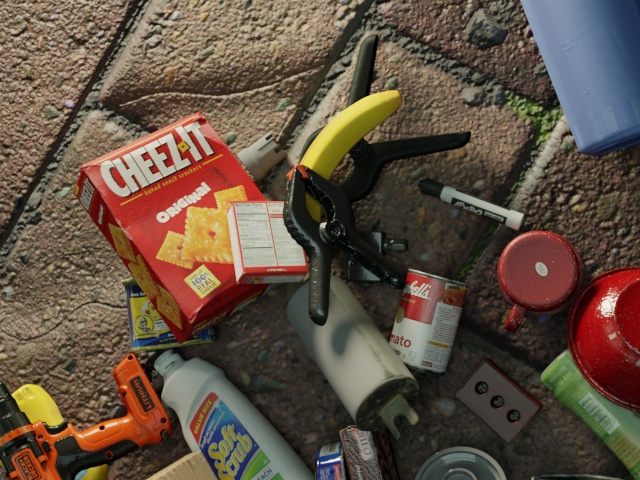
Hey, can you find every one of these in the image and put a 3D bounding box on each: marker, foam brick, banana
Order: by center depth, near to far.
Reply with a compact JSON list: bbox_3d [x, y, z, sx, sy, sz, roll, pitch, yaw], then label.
[{"bbox_3d":[0.190,0.170,1.136,0.078,0.051,0.053,41,96,13],"label":"foam brick"},{"bbox_3d":[0.017,-0.085,1.169,0.069,0.037,0.198,25,100,-10],"label":"banana"},{"bbox_3d":[0.164,-0.042,1.174,0.121,0.020,0.020,23,91,14],"label":"marker"}]

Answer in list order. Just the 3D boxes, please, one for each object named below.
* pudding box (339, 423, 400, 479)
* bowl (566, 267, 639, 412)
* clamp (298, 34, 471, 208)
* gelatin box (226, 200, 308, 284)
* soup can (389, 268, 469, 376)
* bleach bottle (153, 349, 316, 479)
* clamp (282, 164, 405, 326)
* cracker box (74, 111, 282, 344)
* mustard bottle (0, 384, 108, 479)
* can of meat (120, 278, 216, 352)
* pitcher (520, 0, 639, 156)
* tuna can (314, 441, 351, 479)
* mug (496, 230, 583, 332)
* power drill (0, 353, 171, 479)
[{"bbox_3d":[0.058,0.248,1.142,0.039,0.090,0.113,-14,84,13],"label":"pudding box"},{"bbox_3d":[0.331,0.088,1.065,0.162,0.055,0.162,0,63,-1],"label":"bowl"},{"bbox_3d":[0.053,-0.102,1.196,0.164,0.036,0.210,41,98,11],"label":"clamp"},{"bbox_3d":[-0.057,0.001,1.137,0.073,0.030,0.089,-1,63,-22],"label":"gelatin box"},{"bbox_3d":[0.115,0.088,1.151,0.068,0.068,0.102,15,90,14],"label":"soup can"},{"bbox_3d":[-0.103,0.228,1.197,0.103,0.068,0.251,-46,74,11],"label":"bleach bottle"},{"bbox_3d":[0.019,-0.002,1.129,0.039,0.120,0.171,-31,74,55],"label":"clamp"},{"bbox_3d":[-0.143,-0.019,1.177,0.164,0.072,0.214,-30,77,-30],"label":"cracker box"},{"bbox_3d":[-0.305,0.264,1.242,0.192,0.058,0.096,42,87,13],"label":"mustard bottle"},{"bbox_3d":[-0.172,0.081,1.226,0.102,0.057,0.084,-8,86,12],"label":"can of meat"},{"bbox_3d":[0.292,-0.219,1.098,0.145,0.149,0.243,-17,85,0],"label":"pitcher"},{"bbox_3d":[0.023,0.260,1.151,0.034,0.086,0.086,-15,83,13],"label":"tuna can"},{"bbox_3d":[0.224,0.043,1.121,0.093,0.081,0.117,30,93,13],"label":"mug"},{"bbox_3d":[-0.277,0.204,1.206,0.187,0.057,0.184,-28,77,-15],"label":"power drill"}]
